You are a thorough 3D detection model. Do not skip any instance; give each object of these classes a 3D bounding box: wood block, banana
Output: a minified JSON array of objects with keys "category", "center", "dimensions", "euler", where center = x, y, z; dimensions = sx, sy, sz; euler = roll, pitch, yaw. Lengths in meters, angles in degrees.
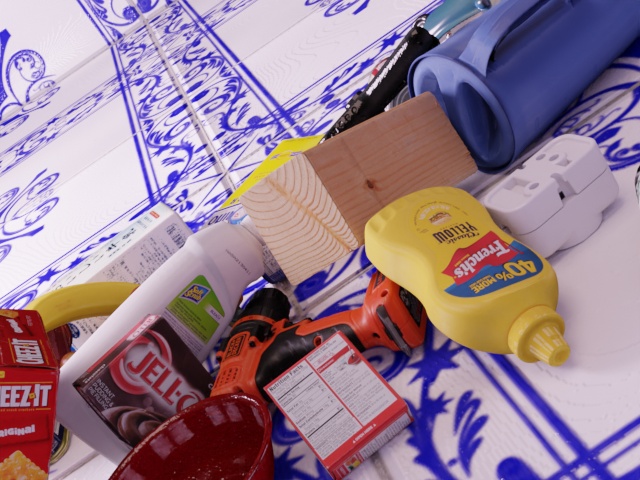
[{"category":"wood block","center":[0.039,-0.051,0.943],"dimensions":[0.090,0.091,0.205],"euler":[-32,-1,41]},{"category":"banana","center":[-0.236,0.073,1.105],"dimensions":[0.197,0.070,0.037],"euler":[-14,-27,-39]}]

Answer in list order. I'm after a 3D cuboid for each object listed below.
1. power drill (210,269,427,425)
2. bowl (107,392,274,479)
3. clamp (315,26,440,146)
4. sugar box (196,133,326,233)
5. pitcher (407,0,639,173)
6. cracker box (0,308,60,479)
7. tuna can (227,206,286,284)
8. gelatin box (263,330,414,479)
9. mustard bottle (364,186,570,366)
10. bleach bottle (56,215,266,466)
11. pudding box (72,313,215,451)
[{"category":"power drill","center":[0.000,0.070,0.908],"dimensions":[0.188,0.057,0.184],"euler":[-27,23,22]},{"category":"bowl","center":[-0.091,0.190,0.795],"dimensions":[0.162,0.055,0.162],"euler":[-28,24,14]},{"category":"clamp","center":[0.049,-0.138,1.087],"dimensions":[0.210,0.036,0.164],"euler":[-48,-3,6]},{"category":"sugar box","center":[-0.058,-0.051,1.228],"dimensions":[0.094,0.048,0.176],"euler":[-3,37,51]},{"category":"pitcher","center":[0.211,-0.189,1.023],"dimensions":[0.242,0.145,0.149],"euler":[-40,21,-20]},{"category":"cracker box","center":[-0.258,0.178,0.864],"dimensions":[0.072,0.214,0.164],"euler":[3,11,-22]},{"category":"tuna can","center":[-0.057,0.001,1.075],"dimensions":[0.034,0.086,0.086],"euler":[-34,23,7]},{"category":"gelatin box","center":[0.013,0.120,0.782],"dimensions":[0.073,0.030,0.089],"euler":[-38,52,-8]},{"category":"mustard bottle","center":[0.117,0.031,0.784],"dimensions":[0.096,0.058,0.192],"euler":[-18,38,-20]},{"category":"bleach bottle","center":[-0.129,0.077,0.958],"dimensions":[0.250,0.102,0.068],"euler":[-47,38,-7]},{"category":"pudding box","center":[-0.138,0.131,0.896],"dimensions":[0.090,0.113,0.039],"euler":[-44,22,-21]}]
